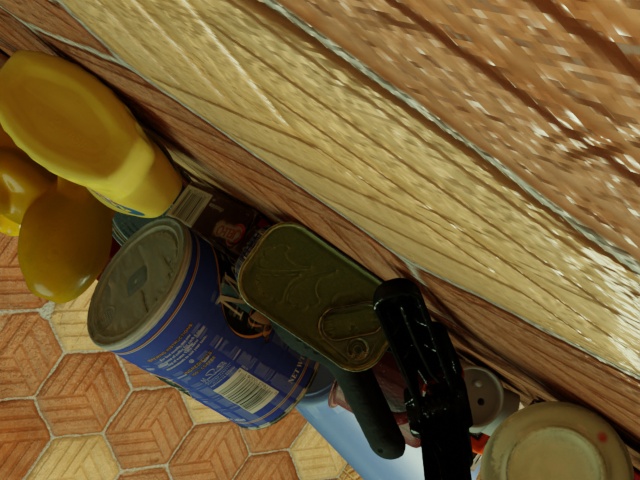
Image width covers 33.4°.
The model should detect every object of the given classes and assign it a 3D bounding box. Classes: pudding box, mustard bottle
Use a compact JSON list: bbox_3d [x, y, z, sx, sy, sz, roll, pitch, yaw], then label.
[{"bbox_3d":[-0.055,0.001,0.825,0.090,0.039,0.114,38,174,-36],"label":"pudding box"},{"bbox_3d":[-0.135,-0.056,0.676,0.096,0.058,0.191,35,176,8],"label":"mustard bottle"}]

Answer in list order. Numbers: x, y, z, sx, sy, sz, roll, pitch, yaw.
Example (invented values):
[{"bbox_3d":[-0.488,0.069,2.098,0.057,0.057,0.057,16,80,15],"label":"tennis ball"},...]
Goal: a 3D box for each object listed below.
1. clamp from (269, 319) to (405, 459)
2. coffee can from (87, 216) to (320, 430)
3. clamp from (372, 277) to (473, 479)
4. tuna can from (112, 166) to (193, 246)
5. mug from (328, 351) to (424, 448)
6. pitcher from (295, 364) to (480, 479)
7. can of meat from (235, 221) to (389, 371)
[{"bbox_3d":[0.020,0.062,0.770,0.171,0.039,0.120,51,-148,-9],"label":"clamp"},{"bbox_3d":[-0.081,0.062,0.771,0.140,0.103,0.103,37,175,-33],"label":"coffee can"},{"bbox_3d":[0.065,0.087,0.612,0.210,0.036,0.164,-49,-53,-79],"label":"clamp"},{"bbox_3d":[-0.140,-0.025,0.886,0.086,0.033,0.086,16,128,21],"label":"tuna can"},{"bbox_3d":[0.060,0.117,0.859,0.081,0.093,0.117,28,-161,16],"label":"mug"},{"bbox_3d":[0.068,0.190,1.193,0.242,0.145,0.149,48,-178,-34],"label":"pitcher"},{"bbox_3d":[-0.005,0.032,0.677,0.102,0.057,0.084,35,177,-8],"label":"can of meat"}]
